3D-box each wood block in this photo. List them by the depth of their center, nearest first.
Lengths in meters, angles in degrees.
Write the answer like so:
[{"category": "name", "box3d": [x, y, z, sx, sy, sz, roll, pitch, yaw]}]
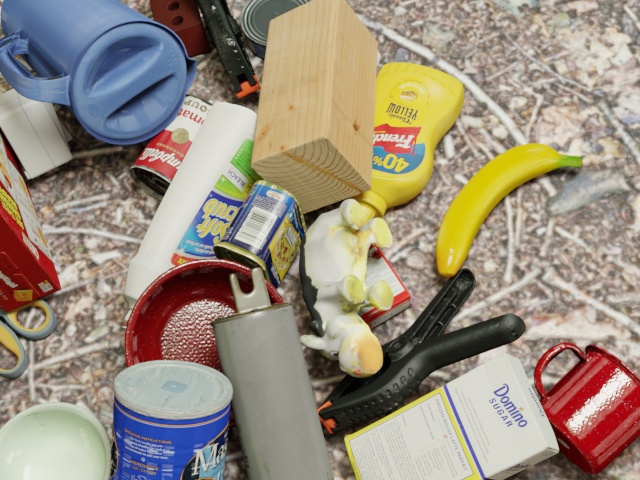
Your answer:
[{"category": "wood block", "box3d": [-0.002, -0.144, 1.101, 0.090, 0.090, 0.206, -18, 48, 28]}]

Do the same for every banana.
[{"category": "banana", "box3d": [0.174, -0.042, 1.084, 0.197, 0.037, 0.070, -40, 43, -14]}]

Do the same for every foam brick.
[{"category": "foam brick", "box3d": [-0.164, -0.255, 1.232, 0.053, 0.051, 0.078, -17, 63, -1]}]

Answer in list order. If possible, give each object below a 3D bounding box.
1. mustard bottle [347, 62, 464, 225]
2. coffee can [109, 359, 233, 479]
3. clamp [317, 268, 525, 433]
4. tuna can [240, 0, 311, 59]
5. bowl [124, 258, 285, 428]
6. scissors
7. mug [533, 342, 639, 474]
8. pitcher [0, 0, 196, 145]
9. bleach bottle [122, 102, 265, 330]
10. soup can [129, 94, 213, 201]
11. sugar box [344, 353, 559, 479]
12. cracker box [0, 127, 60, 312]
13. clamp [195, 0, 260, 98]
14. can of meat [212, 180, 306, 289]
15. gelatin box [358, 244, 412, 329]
[{"category": "mustard bottle", "box3d": [0.075, -0.094, 1.118, 0.096, 0.058, 0.191, 18, 68, 18]}, {"category": "coffee can", "box3d": [-0.134, 0.190, 0.939, 0.103, 0.102, 0.140, 10, 108, 12]}, {"category": "clamp", "box3d": [0.088, 0.109, 0.985, 0.210, 0.165, 0.036, -38, 105, -5]}, {"category": "tuna can", "box3d": [-0.047, -0.248, 1.223, 0.086, 0.034, 0.086, -3, 63, 6]}, {"category": "bowl", "box3d": [-0.108, 0.099, 1.026, 0.162, 0.055, 0.162, 1, 85, -12]}, {"category": "scissors", "box3d": [-0.351, 0.057, 1.120, 0.096, 0.016, 0.202, -35, 65, -12]}, {"category": "mug", "box3d": [0.237, 0.145, 0.954, 0.081, 0.093, 0.117, -42, 99, -8]}, {"category": "pitcher", "box3d": [-0.261, -0.207, 1.142, 0.145, 0.149, 0.243, -51, 47, -1]}, {"category": "bleach bottle", "box3d": [-0.125, -0.012, 1.090, 0.068, 0.102, 0.250, 16, 72, 36]}, {"category": "soup can", "box3d": [-0.149, -0.097, 1.142, 0.068, 0.068, 0.102, 23, 68, 17]}, {"category": "sugar box", "box3d": [0.114, 0.181, 0.947, 0.176, 0.048, 0.093, -30, 63, 18]}, {"category": "cracker box", "box3d": [-0.349, -0.056, 1.083, 0.072, 0.164, 0.214, -25, 58, -4]}, {"category": "clamp", "box3d": [-0.109, -0.237, 1.204, 0.039, 0.120, 0.171, -22, 84, 11]}, {"category": "can of meat", "box3d": [-0.057, 0.001, 1.063, 0.057, 0.102, 0.084, 22, 66, 17]}, {"category": "gelatin box", "box3d": [0.038, 0.044, 1.069, 0.073, 0.030, 0.089, -30, 63, -6]}]
